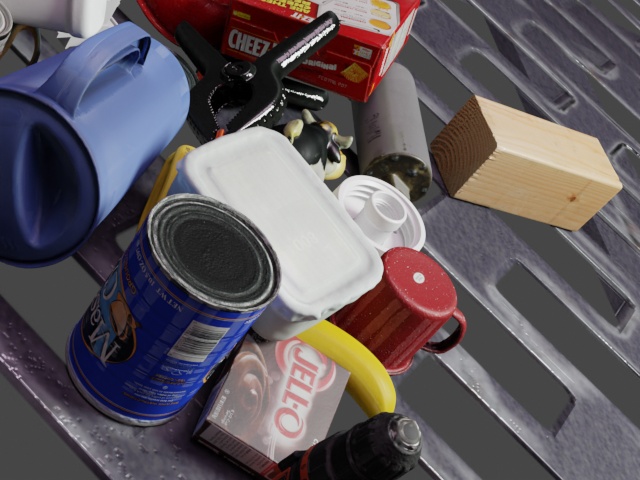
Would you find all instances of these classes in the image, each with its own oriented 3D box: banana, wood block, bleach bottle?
[{"bbox_3d":[-0.008,0.092,0.888,0.197,0.037,0.069,35,35,-6],"label":"banana"},{"bbox_3d":[0.246,-0.088,1.274,0.205,0.091,0.090,14,43,-33],"label":"wood block"},{"bbox_3d":[-0.307,-0.219,0.880,0.250,0.068,0.102,8,15,-5],"label":"bleach bottle"}]

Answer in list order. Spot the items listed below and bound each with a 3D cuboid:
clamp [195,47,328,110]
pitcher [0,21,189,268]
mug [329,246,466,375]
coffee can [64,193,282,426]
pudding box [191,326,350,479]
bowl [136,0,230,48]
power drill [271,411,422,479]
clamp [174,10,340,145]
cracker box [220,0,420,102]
[{"bbox_3d":[-0.066,-0.168,1.122,0.120,0.039,0.171,37,34,13],"label":"clamp"},{"bbox_3d":[-0.183,-0.093,0.827,0.242,0.149,0.145,-62,142,-63],"label":"pitcher"},{"bbox_3d":[0.078,0.065,0.957,0.117,0.082,0.093,28,36,-15],"label":"mug"},{"bbox_3d":[-0.106,0.051,0.754,0.102,0.140,0.103,24,38,-20],"label":"coffee can"},{"bbox_3d":[-0.036,0.123,0.811,0.090,0.039,0.113,33,48,-8],"label":"pudding box"},{"bbox_3d":[-0.126,-0.282,1.124,0.161,0.055,0.162,18,65,-44],"label":"bowl"},{"bbox_3d":[0.003,0.213,0.653,0.057,0.185,0.187,22,48,-22],"label":"power drill"},{"bbox_3d":[-0.063,-0.148,0.980,0.164,0.036,0.210,-7,43,7],"label":"clamp"},{"bbox_3d":[0.005,-0.234,1.152,0.164,0.072,0.213,19,30,7],"label":"cracker box"}]
